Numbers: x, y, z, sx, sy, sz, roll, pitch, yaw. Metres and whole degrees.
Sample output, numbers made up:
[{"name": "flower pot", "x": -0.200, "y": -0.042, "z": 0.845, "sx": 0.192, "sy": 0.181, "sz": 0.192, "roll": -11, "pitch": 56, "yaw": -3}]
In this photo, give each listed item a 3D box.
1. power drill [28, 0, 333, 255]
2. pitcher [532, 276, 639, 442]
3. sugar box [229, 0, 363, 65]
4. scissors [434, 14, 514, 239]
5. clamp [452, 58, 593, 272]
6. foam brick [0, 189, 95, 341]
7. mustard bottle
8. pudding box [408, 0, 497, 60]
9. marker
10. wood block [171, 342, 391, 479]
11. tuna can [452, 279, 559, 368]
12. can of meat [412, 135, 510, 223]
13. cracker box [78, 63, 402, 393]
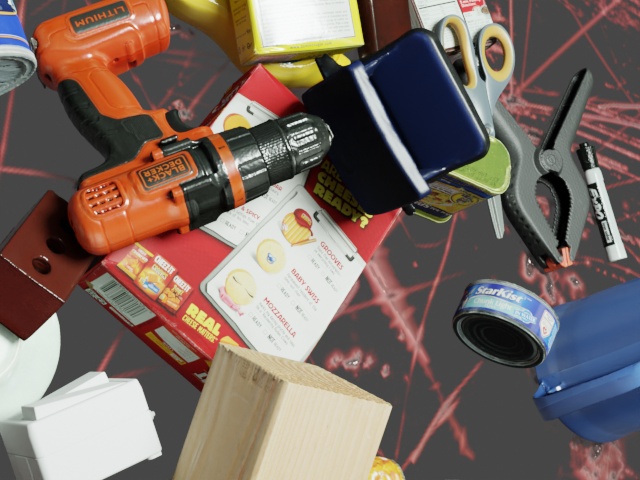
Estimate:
[{"name": "power drill", "x": -0.107, "y": -0.092, "z": 0.739, "sx": 0.184, "sy": 0.057, "sz": 0.188, "roll": -22, "pitch": 59, "yaw": -16}, {"name": "pitcher", "x": 0.298, "y": 0.086, "z": 0.892, "sx": 0.144, "sy": 0.243, "sz": 0.149, "roll": 27, "pitch": 58, "yaw": -20}, {"name": "sugar box", "x": -0.029, "y": -0.228, "z": 0.818, "sx": 0.093, "sy": 0.048, "sz": 0.176, "roll": -10, "pitch": 91, "yaw": -24}, {"name": "scissors", "x": 0.158, "y": -0.111, "z": 0.965, "sx": 0.096, "sy": 0.016, "sz": 0.202, "roll": -25, "pitch": 98, "yaw": -33}, {"name": "clamp", "x": 0.197, "y": -0.076, "z": 1.002, "sx": 0.164, "sy": 0.036, "sz": 0.210, "roll": 6, "pitch": 73, "yaw": -25}, {"name": "foam brick", "x": -0.189, "y": 0.016, "z": 0.710, "sx": 0.053, "sy": 0.051, "sz": 0.078, "roll": 41, "pitch": 36, "yaw": -16}, {"name": "mustard bottle", "x": -0.044, "y": -0.179, "z": 0.868, "sx": 0.191, "sy": 0.058, "sz": 0.096, "roll": 39, "pitch": 61, "yaw": -17}, {"name": "pudding box", "x": 0.106, "y": -0.222, "z": 0.987, "sx": 0.089, "sy": 0.039, "sz": 0.113, "roll": -18, "pitch": 85, "yaw": -33}, {"name": "marker", "x": 0.276, "y": -0.039, "z": 1.051, "sx": 0.020, "sy": 0.020, "sz": 0.121, "roll": -9, "pitch": 81, "yaw": -34}, {"name": "wood block", "x": -0.043, "y": 0.183, "z": 0.694, "sx": 0.090, "sy": 0.090, "sz": 0.206, "roll": 18, "pitch": 91, "yaw": -37}, {"name": "tuna can", "x": 0.156, "y": 0.072, "z": 0.904, "sx": 0.086, "sy": 0.086, "sz": 0.033, "roll": 38, "pitch": 61, "yaw": -17}, {"name": "can of meat", "x": 0.098, "y": -0.062, "z": 0.907, "sx": 0.102, "sy": 0.084, "sz": 0.057, "roll": 20, "pitch": 66, "yaw": -26}, {"name": "cracker box", "x": -0.055, "y": 0.001, "z": 0.802, "sx": 0.164, "sy": 0.072, "sz": 0.213, "roll": 43, "pitch": 57, "yaw": -15}]
